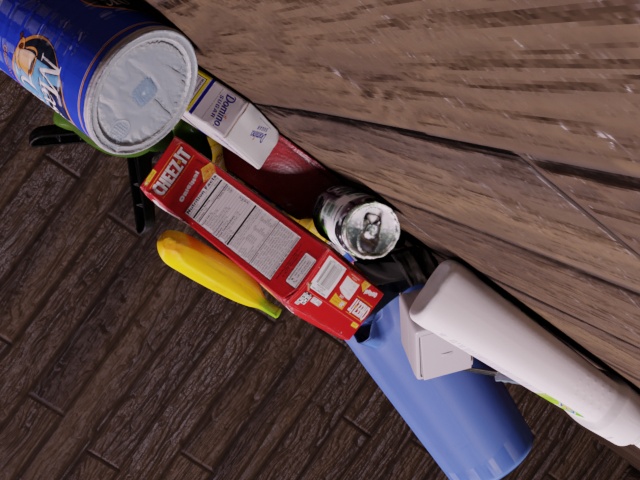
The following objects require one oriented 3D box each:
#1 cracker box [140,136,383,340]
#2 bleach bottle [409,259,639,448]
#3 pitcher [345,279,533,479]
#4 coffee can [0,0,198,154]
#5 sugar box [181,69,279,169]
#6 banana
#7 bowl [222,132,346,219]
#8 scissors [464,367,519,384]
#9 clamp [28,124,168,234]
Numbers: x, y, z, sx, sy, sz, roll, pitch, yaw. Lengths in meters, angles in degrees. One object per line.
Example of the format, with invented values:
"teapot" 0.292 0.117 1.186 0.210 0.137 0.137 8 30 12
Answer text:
"cracker box" -0.057 0.001 1.065 0.214 0.072 0.164 36 179 27
"bleach bottle" 0.204 0.113 0.975 0.251 0.068 0.102 34 179 -1
"pitcher" 0.139 0.151 1.215 0.243 0.149 0.145 56 167 -4
"coffee can" -0.177 -0.143 0.812 0.140 0.103 0.102 36 179 28
"sugar box" -0.124 -0.137 0.972 0.176 0.048 0.093 32 177 20
"banana" -0.111 0.025 1.070 0.070 0.037 0.197 15 168 37
"bowl" -0.043 -0.069 1.068 0.162 0.055 0.162 36 179 1
"scissors" 0.198 0.138 1.074 0.201 0.016 0.096 8 178 -2
"clamp" -0.212 -0.112 1.217 0.164 0.209 0.036 46 135 -10
